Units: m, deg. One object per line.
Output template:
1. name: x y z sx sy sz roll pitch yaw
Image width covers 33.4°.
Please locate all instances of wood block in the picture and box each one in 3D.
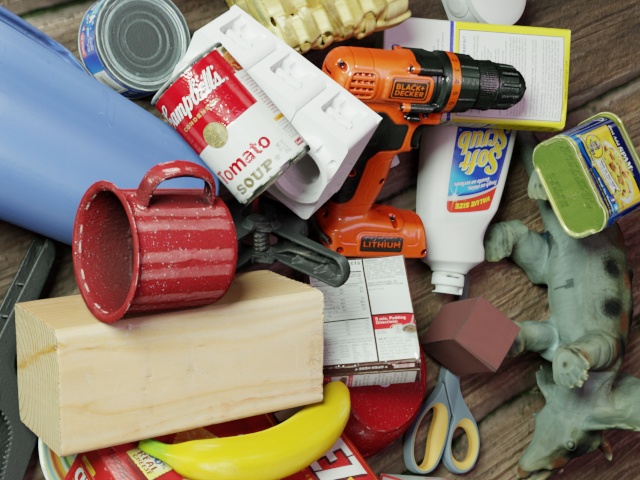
1. wood block: -0.108 0.083 0.782 0.205 0.091 0.090 -7 103 -32

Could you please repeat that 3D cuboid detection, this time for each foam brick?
1. foam brick: 0.138 0.090 0.999 0.053 0.078 0.051 40 70 -11

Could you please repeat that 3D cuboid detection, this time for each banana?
1. banana: -0.035 0.145 0.792 0.197 0.037 0.070 -7 47 -43

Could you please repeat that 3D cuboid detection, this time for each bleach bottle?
1. bleach bottle: 0.143 -0.071 1.035 0.102 0.068 0.251 10 84 -30

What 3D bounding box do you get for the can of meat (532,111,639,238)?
1. can of meat: 0.253 -0.060 0.997 0.083 0.058 0.102 -24 88 -41

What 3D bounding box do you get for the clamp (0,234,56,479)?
1. clamp: -0.246 0.099 0.771 0.164 0.036 0.210 -20 102 -35

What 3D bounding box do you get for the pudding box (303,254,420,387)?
1. pudding box: 0.035 0.068 0.911 0.090 0.039 0.113 -4 52 -4

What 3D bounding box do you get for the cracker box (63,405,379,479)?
1. cracker box: -0.059 0.199 0.805 0.213 0.072 0.164 -12 54 -44

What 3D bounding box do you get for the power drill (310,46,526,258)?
1. power drill: 0.076 -0.077 0.927 0.184 0.057 0.188 2 118 -20

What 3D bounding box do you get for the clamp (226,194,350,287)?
1. clamp: -0.056 0.001 0.842 0.120 0.172 0.039 2 107 -17

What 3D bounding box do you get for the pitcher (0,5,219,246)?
1. pitcher: -0.196 -0.075 0.769 0.242 0.145 0.149 27 85 -35

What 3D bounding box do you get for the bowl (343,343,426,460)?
1. bowl: 0.042 0.123 0.960 0.161 0.055 0.162 2 87 -34

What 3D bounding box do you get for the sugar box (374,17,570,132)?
1. sugar box: 0.137 -0.150 0.976 0.176 0.048 0.093 3 89 -7

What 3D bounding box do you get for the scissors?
1. scissors: 0.139 0.140 1.049 0.096 0.016 0.201 35 69 -28

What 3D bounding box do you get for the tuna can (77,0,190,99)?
1. tuna can: -0.148 -0.158 0.853 0.085 0.034 0.086 2 87 -35

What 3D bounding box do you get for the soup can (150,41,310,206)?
1. soup can: -0.064 -0.084 0.778 0.102 0.069 0.068 49 61 -3

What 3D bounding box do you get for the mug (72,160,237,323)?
1. mug: -0.105 -0.004 0.710 0.081 0.093 0.117 -3 128 -38
